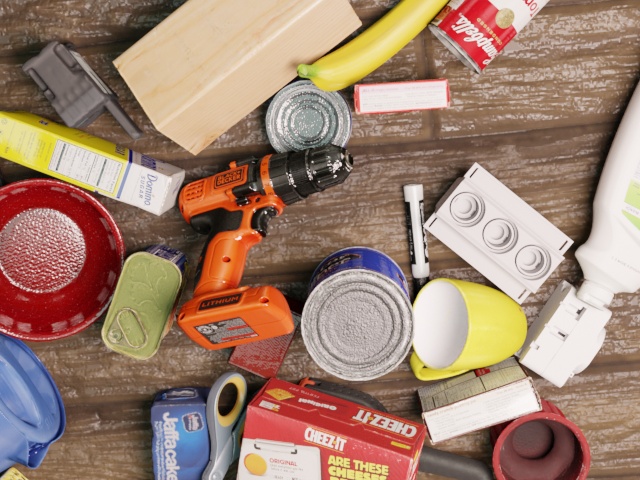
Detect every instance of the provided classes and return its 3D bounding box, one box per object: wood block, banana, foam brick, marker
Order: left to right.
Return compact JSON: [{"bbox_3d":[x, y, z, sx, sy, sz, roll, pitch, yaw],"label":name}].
[{"bbox_3d":[-0.076,-0.186,0.999,0.206,0.090,0.090,-37,72,7],"label":"wood block"},{"bbox_3d":[-0.053,0.093,1.068,0.051,0.053,0.078,24,98,-1],"label":"foam brick"},{"bbox_3d":[0.062,-0.196,1.014,0.197,0.070,0.037,-38,85,-9],"label":"banana"},{"bbox_3d":[0.098,0.004,1.066,0.020,0.020,0.121,-5,98,3],"label":"marker"}]

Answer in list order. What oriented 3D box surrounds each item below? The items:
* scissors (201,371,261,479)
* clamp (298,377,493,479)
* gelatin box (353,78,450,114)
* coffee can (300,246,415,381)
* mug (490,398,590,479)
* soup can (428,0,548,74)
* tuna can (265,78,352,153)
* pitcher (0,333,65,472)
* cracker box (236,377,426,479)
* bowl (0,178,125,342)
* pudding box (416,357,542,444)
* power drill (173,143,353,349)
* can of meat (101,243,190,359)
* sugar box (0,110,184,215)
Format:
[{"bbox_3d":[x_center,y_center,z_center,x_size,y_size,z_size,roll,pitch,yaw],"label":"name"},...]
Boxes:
[{"bbox_3d":[-0.110,0.212,1.042,0.201,0.016,0.096,-50,124,-29],"label":"scissors"},{"bbox_3d":[0.047,0.228,1.089,0.210,0.036,0.165,39,107,1],"label":"clamp"},{"bbox_3d":[0.076,-0.137,1.019,0.089,0.073,0.030,-4,98,3],"label":"gelatin box"},{"bbox_3d":[0.036,0.066,1.016,0.103,0.140,0.103,0,98,2],"label":"coffee can"},{"bbox_3d":[0.221,0.212,1.058,0.117,0.081,0.093,43,97,-4],"label":"mug"},{"bbox_3d":[0.161,-0.217,1.007,0.068,0.068,0.102,43,97,-4],"label":"soup can"},{"bbox_3d":[-0.011,-0.115,1.046,0.086,0.033,0.086,0,98,2],"label":"tuna can"},{"bbox_3d":[-0.391,0.193,1.068,0.243,0.149,0.145,-33,110,9],"label":"pitcher"},{"bbox_3d":[0.001,0.258,1.042,0.164,0.072,0.214,16,115,13],"label":"cracker box"},{"bbox_3d":[-0.275,0.015,1.054,0.162,0.055,0.162,-3,102,-13],"label":"bowl"},{"bbox_3d":[0.153,0.157,1.049,0.113,0.090,0.039,-21,96,5],"label":"pudding box"},{"bbox_3d":[-0.056,0.001,0.986,0.185,0.187,0.057,-16,138,26],"label":"power drill"},{"bbox_3d":[-0.169,0.057,1.052,0.057,0.084,0.102,20,98,-1],"label":"can of meat"},{"bbox_3d":[-0.223,-0.077,1.031,0.176,0.093,0.048,18,98,-1],"label":"sugar box"}]
